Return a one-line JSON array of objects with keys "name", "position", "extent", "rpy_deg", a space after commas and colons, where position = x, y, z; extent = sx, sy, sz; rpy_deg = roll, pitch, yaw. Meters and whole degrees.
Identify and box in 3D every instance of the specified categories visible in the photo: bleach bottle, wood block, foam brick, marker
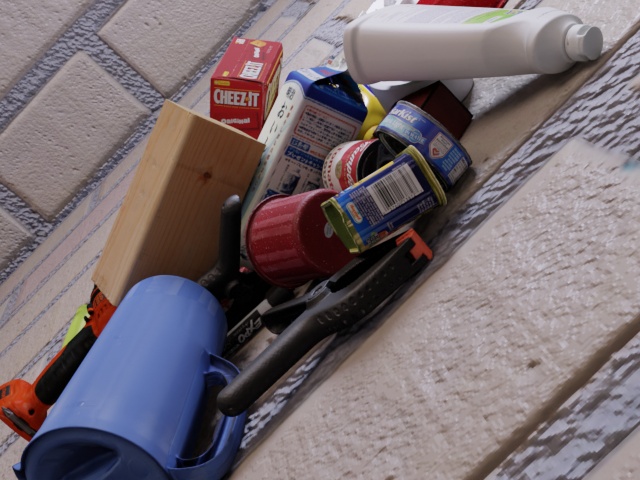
[{"name": "bleach bottle", "position": [0.141, -0.181, 0.984], "extent": [0.102, 0.068, 0.251], "rpy_deg": [-30, 27, -34]}, {"name": "wood block", "position": [-0.148, -0.028, 1.103], "extent": [0.090, 0.090, 0.206], "rpy_deg": [33, 101, 58]}, {"name": "foam brick", "position": [0.100, -0.113, 1.048], "extent": [0.078, 0.053, 0.051], "rpy_deg": [-21, 30, 57]}, {"name": "marker", "position": [-0.071, 0.084, 1.067], "extent": [0.121, 0.020, 0.020], "rpy_deg": [-43, 17, 13]}]

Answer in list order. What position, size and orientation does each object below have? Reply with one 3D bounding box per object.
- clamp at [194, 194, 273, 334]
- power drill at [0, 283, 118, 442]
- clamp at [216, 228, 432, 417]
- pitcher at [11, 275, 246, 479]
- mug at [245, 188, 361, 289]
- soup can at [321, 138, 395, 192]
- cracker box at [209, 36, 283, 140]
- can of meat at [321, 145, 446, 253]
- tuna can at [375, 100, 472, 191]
[{"name": "clamp", "position": [-0.088, 0.035, 1.066], "extent": [0.171, 0.120, 0.039], "rpy_deg": [-48, 26, 8]}, {"name": "power drill", "position": [-0.275, 0.122, 1.174], "extent": [0.187, 0.057, 0.184], "rpy_deg": [-48, 17, -3]}, {"name": "clamp", "position": [0.006, 0.055, 0.914], "extent": [0.210, 0.036, 0.164], "rpy_deg": [-38, 12, 17]}, {"name": "pitcher", "position": [-0.151, 0.139, 0.952], "extent": [0.145, 0.149, 0.242], "rpy_deg": [-51, 12, 33]}, {"name": "mug", "position": [-0.002, -0.006, 1.013], "extent": [0.117, 0.093, 0.082], "rpy_deg": [-13, 1, -35]}, {"name": "soup can", "position": [0.048, -0.065, 1.035], "extent": [0.068, 0.068, 0.102], "rpy_deg": [-49, 17, -10]}, {"name": "cracker box", "position": [-0.091, -0.122, 1.313], "extent": [0.164, 0.072, 0.214], "rpy_deg": [-79, -5, -62]}, {"name": "can of meat", "position": [0.051, -0.032, 0.906], "extent": [0.084, 0.057, 0.102], "rpy_deg": [-31, 1, -5]}, {"name": "tuna can", "position": [0.090, -0.082, 0.941], "extent": [0.033, 0.086, 0.086], "rpy_deg": [-49, 16, -4]}]
